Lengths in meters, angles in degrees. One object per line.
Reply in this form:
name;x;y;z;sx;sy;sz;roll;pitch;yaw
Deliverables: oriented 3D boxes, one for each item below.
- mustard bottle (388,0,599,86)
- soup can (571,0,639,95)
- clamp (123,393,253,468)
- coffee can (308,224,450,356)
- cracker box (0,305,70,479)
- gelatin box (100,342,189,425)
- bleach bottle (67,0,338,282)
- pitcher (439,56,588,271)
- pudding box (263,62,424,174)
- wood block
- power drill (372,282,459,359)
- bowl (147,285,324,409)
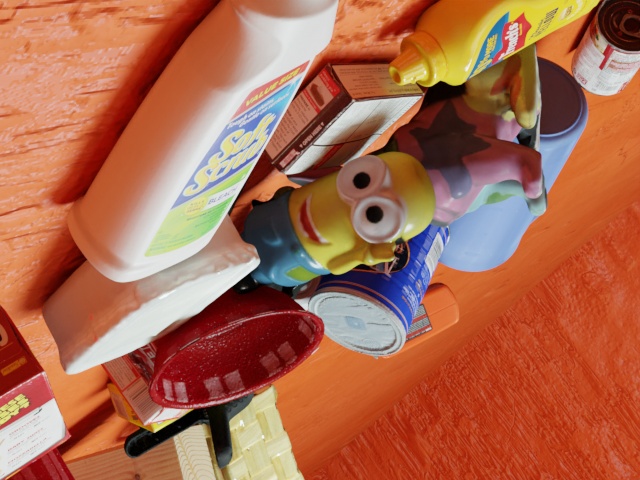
mustard bottle;0.131;-0.168;0.812;0.191;0.058;0.096;-31;165;-19
soup can;0.305;-0.201;1.104;0.068;0.068;0.102;-33;166;-12
clamp;-0.113;0.180;1.122;0.171;0.120;0.039;-46;139;-45
coffee can;0.061;0.031;1.086;0.140;0.103;0.103;-62;-179;-33
cracker box;-0.284;0.145;0.806;0.164;0.072;0.214;-32;165;-18
gelatin box;-0.163;0.127;0.995;0.030;0.089;0.073;-40;166;10
bleach bottle;-0.063;-0.080;0.629;0.102;0.068;0.251;-25;160;-44
pitcher;0.169;-0.077;1.091;0.149;0.145;0.243;-46;168;-27
pudding box;0.016;-0.095;0.817;0.090;0.039;0.113;-44;166;31
wood block;-0.230;0.278;1.187;0.206;0.091;0.090;-18;169;13
power drill;0.087;0.051;1.215;0.184;0.057;0.188;-28;-156;-6
bowl;-0.080;0.084;0.925;0.162;0.055;0.162;-19;153;-11
